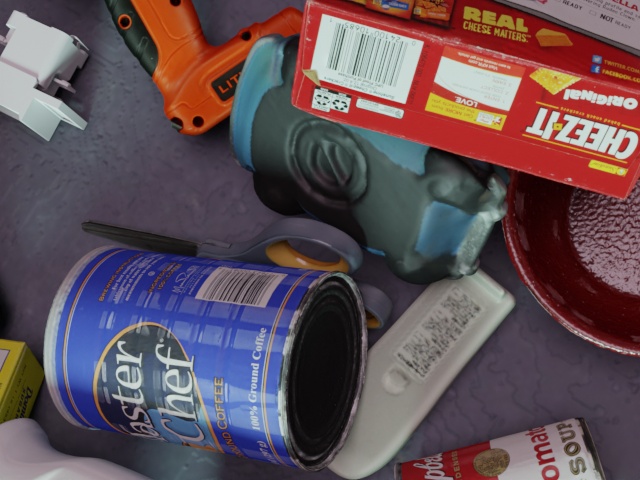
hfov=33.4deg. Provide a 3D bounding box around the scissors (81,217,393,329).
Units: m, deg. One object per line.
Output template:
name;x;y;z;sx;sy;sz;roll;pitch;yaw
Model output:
scissors;-0.054;0.001;0.601;0.202;0.096;0.016;20;60;11

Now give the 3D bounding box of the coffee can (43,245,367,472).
coffee can;-0.059;0.060;0.566;0.140;0.102;0.103;6;82;24

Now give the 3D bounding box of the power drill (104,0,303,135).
power drill;-0.076;-0.170;0.613;0.184;0.057;0.187;-35;99;3

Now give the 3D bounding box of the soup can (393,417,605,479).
soup can;0.096;0.137;0.555;0.102;0.068;0.068;-16;78;8

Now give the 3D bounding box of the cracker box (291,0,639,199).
cracker box;0.088;-0.132;0.536;0.164;0.072;0.213;15;47;1
